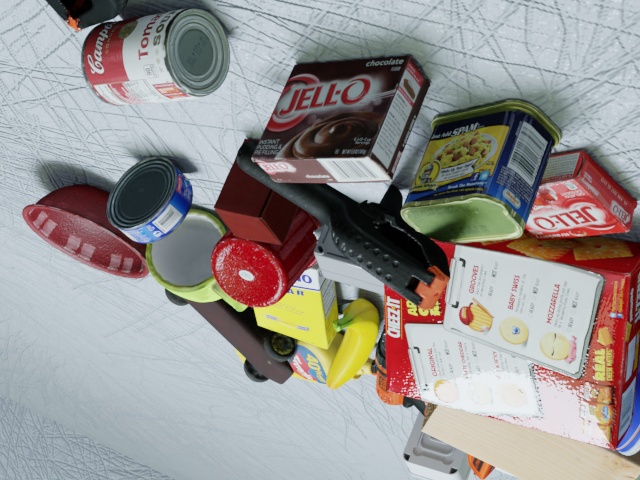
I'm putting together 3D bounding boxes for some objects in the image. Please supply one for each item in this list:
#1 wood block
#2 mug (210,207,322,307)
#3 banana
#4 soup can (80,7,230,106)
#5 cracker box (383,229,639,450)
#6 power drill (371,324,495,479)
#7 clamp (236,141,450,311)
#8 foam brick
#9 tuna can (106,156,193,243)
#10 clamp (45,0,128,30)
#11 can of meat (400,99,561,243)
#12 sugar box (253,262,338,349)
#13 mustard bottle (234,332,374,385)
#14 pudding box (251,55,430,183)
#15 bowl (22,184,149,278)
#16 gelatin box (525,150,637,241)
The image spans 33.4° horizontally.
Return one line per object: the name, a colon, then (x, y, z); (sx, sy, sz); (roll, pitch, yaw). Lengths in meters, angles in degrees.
wood block: (0.221, 0.186, 1.104); (0.206, 0.090, 0.091); (25, 126, 0)
mug: (-0.057, 0.001, 1.026); (0.093, 0.081, 0.117); (-4, 118, 28)
banana: (0.036, 0.113, 1.226); (0.037, 0.069, 0.198); (55, 163, 24)
soup can: (-0.128, -0.141, 0.829); (0.102, 0.068, 0.068); (2, 149, 41)
cracker box: (0.164, 0.069, 0.914); (0.214, 0.072, 0.164); (11, 117, 29)
power drill: (0.139, 0.179, 1.228); (0.188, 0.057, 0.184); (40, 159, 22)
clamp: (0.044, -0.011, 0.833); (0.164, 0.036, 0.210); (10, -157, -40)
foam brick: (-0.051, -0.043, 0.958); (0.051, 0.078, 0.053); (10, 154, 27)
tuna can: (-0.170, -0.040, 1.070); (0.086, 0.086, 0.033); (5, 153, 37)
clamp: (-0.185, -0.208, 0.774); (0.120, 0.039, 0.172); (30, 157, -11)
can of meat: (0.115, -0.047, 0.780); (0.057, 0.084, 0.102); (38, 153, -31)
sugar box: (-0.032, 0.050, 1.166); (0.093, 0.048, 0.176); (17, 152, 16)
mustard bottle: (-0.016, 0.142, 1.356); (0.192, 0.058, 0.096); (9, 139, 30)
pudding box: (0.014, -0.087, 0.782); (0.114, 0.090, 0.039); (4, 152, 37)
bowl: (-0.262, -0.018, 1.245); (0.162, 0.055, 0.162); (20, 157, 9)
gelatin box: (0.184, -0.032, 0.817); (0.073, 0.030, 0.089); (38, 154, -31)
